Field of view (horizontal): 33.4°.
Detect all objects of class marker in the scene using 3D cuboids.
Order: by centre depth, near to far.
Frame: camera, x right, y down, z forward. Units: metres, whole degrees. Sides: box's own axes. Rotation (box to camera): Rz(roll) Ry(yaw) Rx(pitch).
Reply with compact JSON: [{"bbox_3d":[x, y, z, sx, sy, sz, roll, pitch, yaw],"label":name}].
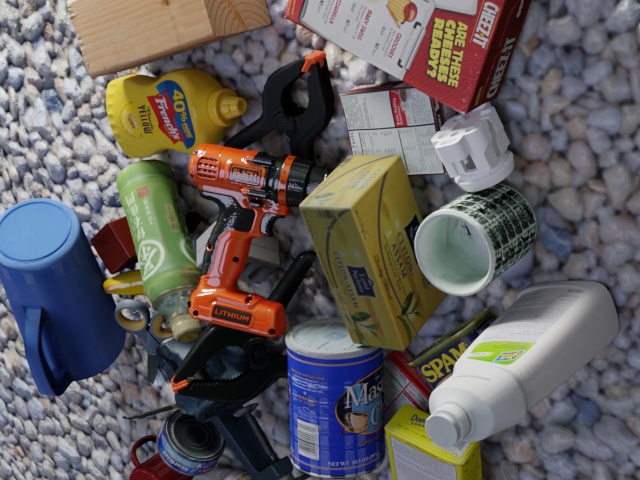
[{"bbox_3d":[-0.175,0.006,1.310,0.020,0.020,0.121,47,131,14],"label":"marker"}]

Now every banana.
[{"bbox_3d":[-0.170,0.051,1.287,0.198,0.069,0.037,3,104,32],"label":"banana"}]

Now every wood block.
[{"bbox_3d":[-0.166,-0.245,1.144,0.207,0.090,0.091,-7,103,42],"label":"wood block"}]

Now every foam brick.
[{"bbox_3d":[-0.233,-0.001,1.315,0.051,0.078,0.053,-36,85,41],"label":"foam brick"}]

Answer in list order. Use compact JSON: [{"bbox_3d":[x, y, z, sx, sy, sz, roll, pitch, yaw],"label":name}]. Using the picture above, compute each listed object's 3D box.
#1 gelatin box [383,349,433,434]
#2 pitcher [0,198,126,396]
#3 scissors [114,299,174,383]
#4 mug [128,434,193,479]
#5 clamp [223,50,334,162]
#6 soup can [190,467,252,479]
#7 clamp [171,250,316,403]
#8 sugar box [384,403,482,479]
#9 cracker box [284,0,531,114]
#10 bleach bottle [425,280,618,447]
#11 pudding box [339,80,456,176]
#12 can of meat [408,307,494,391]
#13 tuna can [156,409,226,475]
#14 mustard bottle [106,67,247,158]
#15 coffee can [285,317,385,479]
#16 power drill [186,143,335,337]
[{"bbox_3d":[0.086,0.168,1.157,0.073,0.030,0.089,47,132,16],"label":"gelatin box"},{"bbox_3d":[-0.329,0.070,1.323,0.149,0.144,0.243,48,158,31],"label":"pitcher"},{"bbox_3d":[-0.230,0.127,1.361,0.096,0.016,0.202,18,141,-17],"label":"scissors"},{"bbox_3d":[-0.209,0.313,1.431,0.117,0.081,0.093,52,132,9],"label":"mug"},{"bbox_3d":[-0.041,-0.126,1.123,0.120,0.039,0.172,21,121,11],"label":"clamp"},{"bbox_3d":[-0.113,0.329,1.368,0.102,0.068,0.068,-2,108,41],"label":"soup can"},{"bbox_3d":[-0.061,0.129,1.177,0.164,0.210,0.036,62,174,-6],"label":"clamp"},{"bbox_3d":[0.124,0.258,1.125,0.093,0.048,0.176,22,141,32],"label":"sugar box"},{"bbox_3d":[0.082,-0.236,0.955,0.214,0.071,0.164,32,127,24],"label":"cracker box"},{"bbox_3d":[0.162,0.108,0.916,0.103,0.250,0.068,-10,102,42],"label":"bleach bottle"},{"bbox_3d":[0.078,-0.108,1.036,0.114,0.039,0.090,1,111,42],"label":"pudding box"},{"bbox_3d":[0.152,0.129,1.068,0.084,0.057,0.102,54,133,4],"label":"can of meat"},{"bbox_3d":[-0.164,0.255,1.366,0.086,0.085,0.034,45,129,16],"label":"tuna can"},{"bbox_3d":[-0.157,-0.145,1.203,0.192,0.058,0.096,0,109,39],"label":"mustard bottle"},{"bbox_3d":[0.016,0.164,1.123,0.103,0.102,0.140,11,110,36],"label":"coffee can"},{"bbox_3d":[-0.057,0.001,1.111,0.184,0.057,0.188,12,98,13],"label":"power drill"}]
